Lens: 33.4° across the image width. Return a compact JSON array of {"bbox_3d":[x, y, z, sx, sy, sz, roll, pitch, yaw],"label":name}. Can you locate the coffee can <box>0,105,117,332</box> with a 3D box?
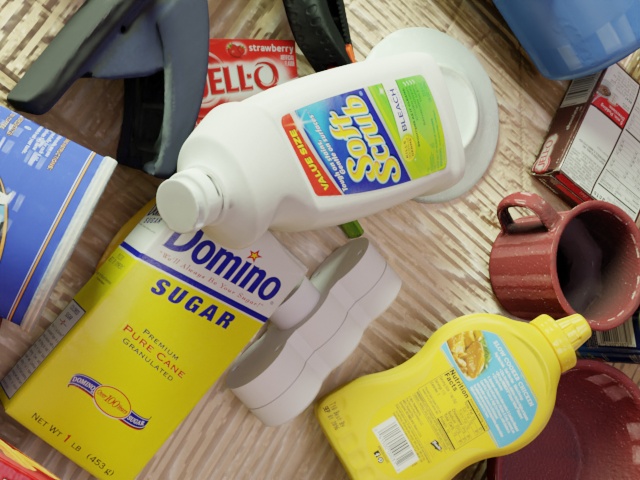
[{"bbox_3d":[-0.192,-0.027,0.559,0.140,0.103,0.102,27,74,-11],"label":"coffee can"}]

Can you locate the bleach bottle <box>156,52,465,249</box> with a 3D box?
[{"bbox_3d":[-0.002,-0.046,0.637,0.250,0.068,0.102,-28,106,-52],"label":"bleach bottle"}]

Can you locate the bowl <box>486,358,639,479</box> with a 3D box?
[{"bbox_3d":[0.179,0.168,0.796,0.161,0.055,0.162,2,86,-29],"label":"bowl"}]

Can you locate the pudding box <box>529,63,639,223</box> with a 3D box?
[{"bbox_3d":[0.227,-0.075,0.848,0.090,0.039,0.113,36,73,-23],"label":"pudding box"}]

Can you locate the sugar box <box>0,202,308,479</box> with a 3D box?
[{"bbox_3d":[-0.097,0.052,0.633,0.176,0.048,0.093,-50,118,-6],"label":"sugar box"}]

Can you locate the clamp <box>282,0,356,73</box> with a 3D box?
[{"bbox_3d":[-0.013,-0.190,0.700,0.120,0.039,0.171,-74,152,-43],"label":"clamp"}]

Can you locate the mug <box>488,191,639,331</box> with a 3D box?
[{"bbox_3d":[0.172,0.011,0.787,0.117,0.082,0.093,47,67,-18],"label":"mug"}]

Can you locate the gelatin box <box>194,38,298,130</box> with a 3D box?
[{"bbox_3d":[-0.057,-0.094,0.696,0.089,0.030,0.073,-4,89,-29],"label":"gelatin box"}]

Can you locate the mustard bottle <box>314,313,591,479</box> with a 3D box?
[{"bbox_3d":[0.098,0.104,0.719,0.191,0.058,0.096,-30,87,-6],"label":"mustard bottle"}]
